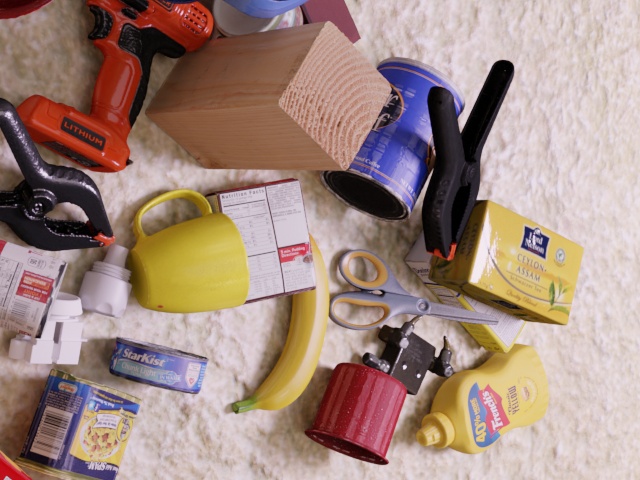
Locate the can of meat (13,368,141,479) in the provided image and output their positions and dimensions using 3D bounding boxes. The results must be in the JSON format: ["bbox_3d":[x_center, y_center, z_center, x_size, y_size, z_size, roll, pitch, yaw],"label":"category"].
[{"bbox_3d":[-0.205,0.164,0.919,0.102,0.058,0.084,42,62,-61],"label":"can of meat"}]

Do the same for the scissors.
[{"bbox_3d":[0.099,0.053,1.155,0.201,0.016,0.096,-4,79,-22],"label":"scissors"}]

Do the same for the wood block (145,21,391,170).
[{"bbox_3d":[-0.050,-0.123,0.941,0.090,0.207,0.090,41,68,-33],"label":"wood block"}]

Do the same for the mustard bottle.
[{"bbox_3d":[0.185,0.195,1.245,0.191,0.058,0.096,-20,105,-35],"label":"mustard bottle"}]

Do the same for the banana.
[{"bbox_3d":[-0.025,0.091,1.085,0.069,0.037,0.198,26,77,-37],"label":"banana"}]

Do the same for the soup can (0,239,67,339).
[{"bbox_3d":[-0.261,0.032,0.849,0.102,0.069,0.068,19,80,-11],"label":"soup can"}]

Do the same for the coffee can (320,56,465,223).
[{"bbox_3d":[0.076,-0.104,1.109,0.102,0.103,0.140,39,70,-33],"label":"coffee can"}]

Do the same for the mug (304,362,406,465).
[{"bbox_3d":[0.043,0.184,1.121,0.117,0.093,0.081,60,48,-61],"label":"mug"}]

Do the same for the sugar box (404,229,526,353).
[{"bbox_3d":[0.179,0.043,1.239,0.176,0.048,0.093,46,66,-27],"label":"sugar box"}]

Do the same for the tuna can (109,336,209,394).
[{"bbox_3d":[-0.146,0.112,0.960,0.086,0.086,0.034,18,83,-38],"label":"tuna can"}]

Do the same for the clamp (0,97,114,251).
[{"bbox_3d":[-0.249,-0.032,0.887,0.120,0.039,0.171,-37,132,10],"label":"clamp"}]

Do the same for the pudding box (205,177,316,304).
[{"bbox_3d":[-0.057,0.001,1.036,0.089,0.039,0.113,-11,91,-24],"label":"pudding box"}]

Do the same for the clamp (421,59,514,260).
[{"bbox_3d":[0.134,-0.076,1.079,0.164,0.036,0.210,-19,125,-55],"label":"clamp"}]

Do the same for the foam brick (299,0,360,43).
[{"bbox_3d":[-0.007,-0.222,1.067,0.051,0.053,0.078,-41,118,-29],"label":"foam brick"}]

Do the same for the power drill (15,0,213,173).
[{"bbox_3d":[-0.196,-0.166,0.918,0.184,0.057,0.187,30,76,-32],"label":"power drill"}]
